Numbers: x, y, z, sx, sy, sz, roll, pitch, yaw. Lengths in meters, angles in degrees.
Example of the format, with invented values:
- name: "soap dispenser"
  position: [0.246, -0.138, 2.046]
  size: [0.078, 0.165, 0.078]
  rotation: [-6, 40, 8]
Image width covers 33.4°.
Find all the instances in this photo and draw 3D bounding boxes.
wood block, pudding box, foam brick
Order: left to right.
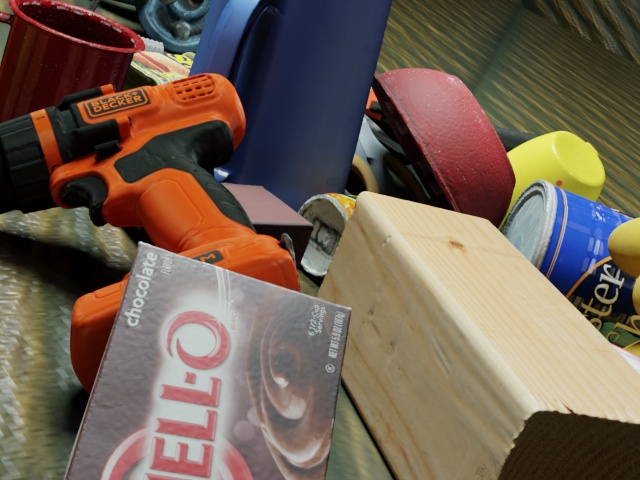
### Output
- name: "pudding box"
  position: [-0.042, 0.066, 0.401]
  size: [0.090, 0.039, 0.113]
  rotation: [18, 54, -12]
- name: "foam brick"
  position: [-0.054, 0.001, 0.611]
  size: [0.078, 0.053, 0.051]
  rotation: [0, 30, -46]
- name: "wood block"
  position: [0.077, 0.064, 0.532]
  size: [0.090, 0.090, 0.206]
  rotation: [12, 23, -24]

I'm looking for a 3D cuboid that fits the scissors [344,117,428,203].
- name: "scissors"
  position: [0.017, -0.088, 0.845]
  size: [0.096, 0.016, 0.202]
  rotation: [-8, 57, -43]

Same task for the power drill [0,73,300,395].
- name: "power drill"
  position: [-0.104, -0.009, 0.521]
  size: [0.184, 0.057, 0.188]
  rotation: [-19, 44, -14]

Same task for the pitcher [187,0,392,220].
- name: "pitcher"
  position: [-0.022, -0.135, 0.712]
  size: [0.144, 0.243, 0.149]
  rotation: [9, 18, -24]

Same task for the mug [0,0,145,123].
- name: "mug"
  position: [-0.187, -0.115, 0.725]
  size: [0.117, 0.081, 0.093]
  rotation: [20, 20, -7]

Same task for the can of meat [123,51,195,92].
- name: "can of meat"
  position: [-0.117, -0.109, 0.818]
  size: [0.083, 0.057, 0.102]
  rotation: [-3, 28, -44]

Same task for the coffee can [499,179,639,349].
- name: "coffee can"
  position: [0.192, 0.031, 0.718]
  size: [0.140, 0.103, 0.103]
  rotation: [21, 20, -5]

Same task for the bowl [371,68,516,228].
- name: "bowl"
  position: [0.096, -0.067, 0.777]
  size: [0.162, 0.055, 0.162]
  rotation: [60, 3, -5]
